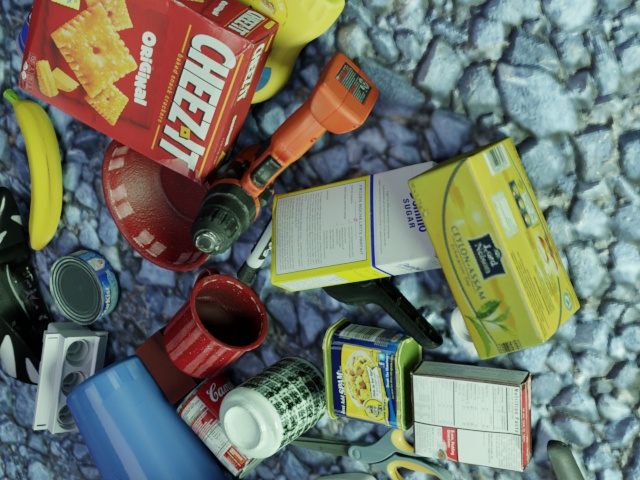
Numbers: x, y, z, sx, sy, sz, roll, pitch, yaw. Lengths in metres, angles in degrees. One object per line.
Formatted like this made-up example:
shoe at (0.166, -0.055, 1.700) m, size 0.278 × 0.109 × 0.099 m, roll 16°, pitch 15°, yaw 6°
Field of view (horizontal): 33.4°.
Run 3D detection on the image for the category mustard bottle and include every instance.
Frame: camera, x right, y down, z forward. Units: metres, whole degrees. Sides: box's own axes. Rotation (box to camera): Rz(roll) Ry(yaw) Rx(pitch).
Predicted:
mustard bottle at (-0.064, -0.189, 1.026) m, size 0.096 × 0.058 × 0.192 m, roll 46°, pitch 126°, yaw 6°

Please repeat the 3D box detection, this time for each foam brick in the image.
foam brick at (-0.160, 0.135, 1.209) m, size 0.053 × 0.051 × 0.078 m, roll -38°, pitch 84°, yaw 36°

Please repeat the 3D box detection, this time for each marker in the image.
marker at (-0.057, 0.001, 1.113) m, size 0.020 × 0.020 × 0.121 m, roll 43°, pitch 125°, yaw 14°

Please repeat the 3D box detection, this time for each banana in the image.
banana at (-0.331, -0.081, 1.261) m, size 0.070 × 0.037 × 0.198 m, roll 14°, pitch 114°, yaw 50°

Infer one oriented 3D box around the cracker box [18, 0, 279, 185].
cracker box at (-0.167, -0.172, 0.999) m, size 0.214 × 0.072 × 0.164 m, roll 28°, pitch 125°, yaw 6°

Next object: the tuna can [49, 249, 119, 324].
tuna can at (-0.281, 0.055, 1.273) m, size 0.086 × 0.033 × 0.086 m, roll 12°, pitch 113°, yaw 30°

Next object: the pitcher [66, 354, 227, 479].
pitcher at (-0.198, 0.263, 1.237) m, size 0.149 × 0.145 × 0.243 m, roll -31°, pitch 83°, yaw -2°

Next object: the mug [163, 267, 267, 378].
mug at (-0.119, 0.086, 1.150) m, size 0.082 × 0.093 × 0.117 m, roll -45°, pitch 49°, yaw 41°

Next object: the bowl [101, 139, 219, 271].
bowl at (-0.156, -0.051, 1.132) m, size 0.162 × 0.055 × 0.162 m, roll 18°, pitch 122°, yaw 30°

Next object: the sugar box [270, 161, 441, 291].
sugar box at (0.037, -0.010, 1.000) m, size 0.176 × 0.048 × 0.093 m, roll -9°, pitch 71°, yaw 29°

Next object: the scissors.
scissors at (0.049, 0.207, 1.116) m, size 0.202 × 0.016 × 0.096 m, roll 19°, pitch 115°, yaw 27°

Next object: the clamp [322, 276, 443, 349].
clamp at (0.058, 0.021, 1.032) m, size 0.172 × 0.039 × 0.120 m, roll 23°, pitch 101°, yaw 28°

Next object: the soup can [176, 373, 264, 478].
soup can at (-0.101, 0.205, 1.184) m, size 0.102 × 0.068 × 0.069 m, roll 45°, pitch 125°, yaw 12°

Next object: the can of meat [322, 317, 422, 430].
can of meat at (0.053, 0.134, 1.062) m, size 0.084 × 0.057 × 0.102 m, roll 7°, pitch 111°, yaw 29°

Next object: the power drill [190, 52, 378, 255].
power drill at (-0.037, -0.079, 0.981) m, size 0.057 × 0.184 × 0.188 m, roll 44°, pitch 119°, yaw -13°

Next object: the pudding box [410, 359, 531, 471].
pudding box at (0.144, 0.166, 1.017) m, size 0.114 × 0.039 × 0.090 m, roll 3°, pitch 105°, yaw 24°
